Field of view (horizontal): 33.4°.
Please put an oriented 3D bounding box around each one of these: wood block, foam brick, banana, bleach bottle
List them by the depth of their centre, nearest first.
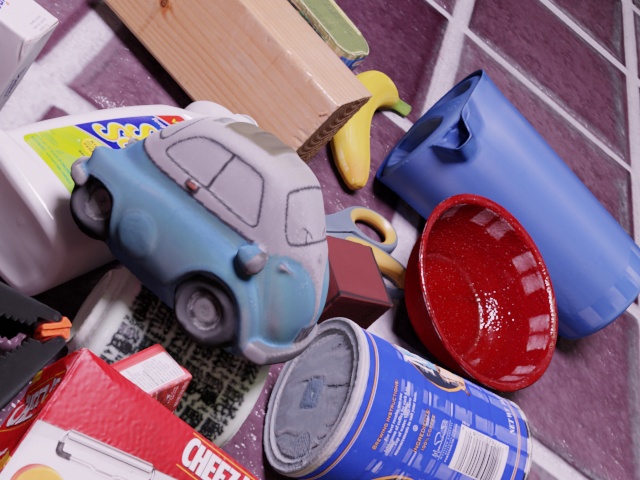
[{"bbox_3d":[-0.123,-0.051,0.711,0.102,0.068,0.250,52,35,4],"label":"bleach bottle"},{"bbox_3d":[0.002,0.042,0.742,0.052,0.078,0.051,14,44,-41],"label":"foam brick"},{"bbox_3d":[-0.068,-0.157,0.855,0.206,0.091,0.090,48,23,4],"label":"wood block"},{"bbox_3d":[0.042,-0.114,0.985,0.069,0.037,0.197,41,34,-5],"label":"banana"}]

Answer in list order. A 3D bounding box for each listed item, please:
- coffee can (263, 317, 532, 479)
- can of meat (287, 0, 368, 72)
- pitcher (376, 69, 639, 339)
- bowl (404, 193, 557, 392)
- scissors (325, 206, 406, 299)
[{"bbox_3d":[0.049,0.123,0.682,0.140,0.103,0.103,28,37,-24],"label":"coffee can"},{"bbox_3d":[-0.018,-0.171,0.941,0.102,0.084,0.057,51,34,8],"label":"can of meat"},{"bbox_3d":[0.177,-0.028,0.973,0.242,0.145,0.149,44,46,-9],"label":"pitcher"},{"bbox_3d":[0.119,0.047,0.859,0.161,0.055,0.162,18,62,-37],"label":"bowl"},{"bbox_3d":[-0.005,-0.024,0.859,0.201,0.016,0.096,36,33,-13],"label":"scissors"}]
